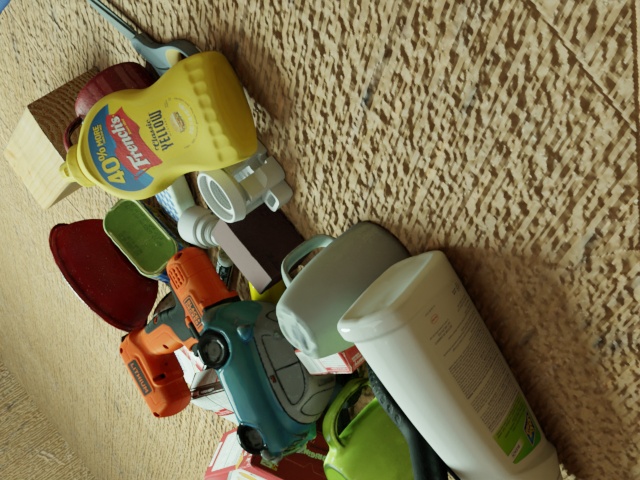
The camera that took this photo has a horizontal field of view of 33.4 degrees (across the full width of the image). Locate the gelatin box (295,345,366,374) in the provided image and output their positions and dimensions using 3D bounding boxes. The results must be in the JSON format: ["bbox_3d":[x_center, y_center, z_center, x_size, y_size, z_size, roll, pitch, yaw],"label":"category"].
[{"bbox_3d":[0.028,0.086,0.942,0.030,0.073,0.089,56,155,-8],"label":"gelatin box"}]

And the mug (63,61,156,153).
[{"bbox_3d":[-0.192,-0.111,1.026,0.081,0.117,0.093,52,163,15],"label":"mug"}]

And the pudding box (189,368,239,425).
[{"bbox_3d":[-0.083,0.184,1.233,0.113,0.039,0.090,30,148,-28],"label":"pudding box"}]

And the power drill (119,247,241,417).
[{"bbox_3d":[-0.135,0.122,1.154,0.188,0.057,0.184,-42,71,43],"label":"power drill"}]

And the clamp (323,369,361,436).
[{"bbox_3d":[-0.004,0.142,1.115,0.120,0.039,0.172,37,151,14],"label":"clamp"}]

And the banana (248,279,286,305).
[{"bbox_3d":[-0.060,0.055,1.109,0.198,0.037,0.070,90,156,-51],"label":"banana"}]

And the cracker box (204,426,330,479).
[{"bbox_3d":[-0.024,0.266,1.209,0.164,0.072,0.214,27,157,-10],"label":"cracker box"}]

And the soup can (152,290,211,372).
[{"bbox_3d":[-0.146,0.109,1.289,0.102,0.068,0.068,43,154,24],"label":"soup can"}]

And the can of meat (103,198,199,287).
[{"bbox_3d":[-0.187,0.002,1.194,0.102,0.057,0.084,46,-178,16],"label":"can of meat"}]

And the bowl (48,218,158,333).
[{"bbox_3d":[-0.240,0.029,1.248,0.162,0.055,0.162,49,-167,-15],"label":"bowl"}]

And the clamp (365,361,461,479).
[{"bbox_3d":[0.088,0.160,0.896,0.164,0.036,0.210,29,-156,-55],"label":"clamp"}]

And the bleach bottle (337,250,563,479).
[{"bbox_3d":[0.117,0.136,0.817,0.068,0.102,0.251,-20,107,45],"label":"bleach bottle"}]

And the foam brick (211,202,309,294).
[{"bbox_3d":[-0.057,0.001,1.005,0.078,0.053,0.051,52,156,5],"label":"foam brick"}]

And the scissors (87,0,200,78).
[{"bbox_3d":[-0.157,-0.186,0.980,0.202,0.016,0.096,49,154,9],"label":"scissors"}]

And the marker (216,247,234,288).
[{"bbox_3d":[-0.109,0.040,1.190,0.020,0.020,0.121,47,155,14],"label":"marker"}]

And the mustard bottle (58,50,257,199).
[{"bbox_3d":[-0.152,-0.088,0.930,0.192,0.058,0.096,-18,95,28],"label":"mustard bottle"}]

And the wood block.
[{"bbox_3d":[-0.290,-0.111,1.225,0.090,0.090,0.206,55,155,-6],"label":"wood block"}]
